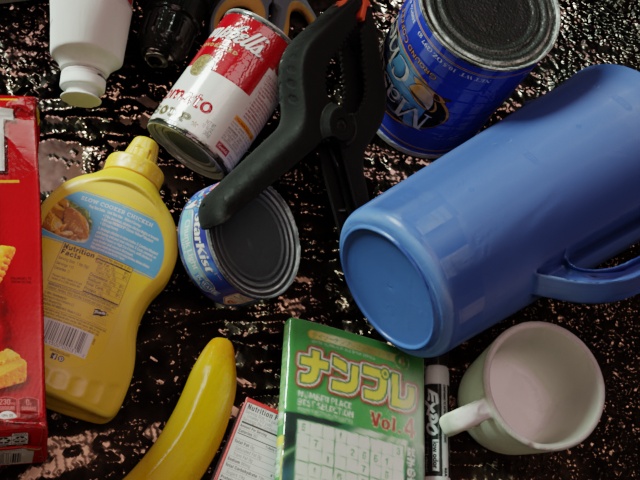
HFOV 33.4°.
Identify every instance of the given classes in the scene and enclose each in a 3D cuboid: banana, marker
[{"bbox_3d":[-0.112,0.143,0.670,0.197,0.037,0.069,-40,85,-24],"label":"banana"},{"bbox_3d":[0.081,0.119,0.740,0.020,0.020,0.121,7,68,-12],"label":"marker"}]

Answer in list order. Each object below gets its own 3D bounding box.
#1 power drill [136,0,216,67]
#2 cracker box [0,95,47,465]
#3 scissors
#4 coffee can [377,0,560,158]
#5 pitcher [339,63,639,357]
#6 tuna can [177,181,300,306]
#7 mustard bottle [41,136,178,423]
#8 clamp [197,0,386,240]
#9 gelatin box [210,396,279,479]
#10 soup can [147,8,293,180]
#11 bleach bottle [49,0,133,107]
[{"bbox_3d":[-0.094,-0.237,0.739,0.057,0.188,0.184,12,63,2],"label":"power drill"},{"bbox_3d":[-0.240,0.020,0.602,0.164,0.072,0.214,-1,64,-17],"label":"cracker box"},{"bbox_3d":[-0.041,-0.213,0.836,0.096,0.016,0.202,2,69,-14],"label":"scissors"},{"bbox_3d":[0.096,-0.134,0.774,0.102,0.140,0.103,5,69,-13],"label":"coffee can"},{"bbox_3d":[0.142,-0.015,0.727,0.242,0.149,0.145,-29,94,-28],"label":"pitcher"},{"bbox_3d":[-0.055,0.001,0.720,0.086,0.034,0.086,21,61,-43],"label":"tuna can"},{"bbox_3d":[-0.146,0.015,0.698,0.096,0.058,0.191,21,66,-8],"label":"mustard bottle"},{"bbox_3d":[-0.005,-0.075,0.727,0.164,0.036,0.210,17,76,-43],"label":"clamp"},{"bbox_3d":[-0.032,0.156,0.690,0.073,0.030,0.089,23,63,-5],"label":"gelatin box"},{"bbox_3d":[-0.067,-0.102,0.751,0.068,0.068,0.102,33,75,-1],"label":"soup can"},{"bbox_3d":[-0.158,-0.215,0.771,0.068,0.102,0.251,4,75,-3],"label":"bleach bottle"}]
